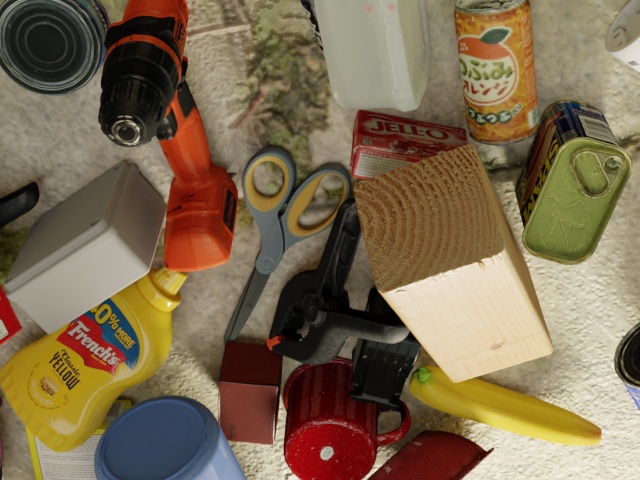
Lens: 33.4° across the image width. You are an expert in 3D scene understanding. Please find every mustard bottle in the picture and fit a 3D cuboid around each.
[{"bbox_3d":[-0.184,0.087,0.914,0.192,0.058,0.096,-44,75,14],"label":"mustard bottle"}]

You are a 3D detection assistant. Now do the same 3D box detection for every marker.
[{"bbox_3d":[0.002,-0.163,0.798,0.020,0.020,0.121,-18,117,13],"label":"marker"}]

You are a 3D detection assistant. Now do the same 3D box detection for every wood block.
[{"bbox_3d":[0.105,0.026,0.800,0.091,0.090,0.206,-19,150,12],"label":"wood block"}]

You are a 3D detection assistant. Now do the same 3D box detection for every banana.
[{"bbox_3d":[0.151,0.146,0.936,0.197,0.070,0.037,19,90,-21],"label":"banana"}]

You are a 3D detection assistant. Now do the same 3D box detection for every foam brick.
[{"bbox_3d":[-0.062,0.135,0.942,0.053,0.051,0.078,6,129,0],"label":"foam brick"}]

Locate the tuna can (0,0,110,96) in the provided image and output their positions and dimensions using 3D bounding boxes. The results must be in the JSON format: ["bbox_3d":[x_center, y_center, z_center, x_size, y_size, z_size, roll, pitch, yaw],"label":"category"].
[{"bbox_3d":[-0.204,-0.154,0.807,0.086,0.033,0.086,2,119,3],"label":"tuna can"}]

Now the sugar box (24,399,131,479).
[{"bbox_3d":[-0.219,0.232,1.017,0.093,0.048,0.176,1,123,3],"label":"sugar box"}]

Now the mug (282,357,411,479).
[{"bbox_3d":[0.022,0.164,0.942,0.117,0.081,0.093,-3,119,5],"label":"mug"}]

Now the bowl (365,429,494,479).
[{"bbox_3d":[0.078,0.220,0.952,0.055,0.161,0.162,48,115,13],"label":"bowl"}]

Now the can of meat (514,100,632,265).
[{"bbox_3d":[0.189,-0.047,0.814,0.057,0.084,0.102,15,119,-5],"label":"can of meat"}]

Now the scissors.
[{"bbox_3d":[-0.056,0.001,0.895,0.096,0.016,0.202,37,115,-14],"label":"scissors"}]

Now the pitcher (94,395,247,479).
[{"bbox_3d":[-0.121,0.256,0.942,0.145,0.149,0.243,6,134,23],"label":"pitcher"}]

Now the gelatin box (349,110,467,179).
[{"bbox_3d":[0.068,-0.068,0.816,0.089,0.073,0.030,11,118,-2],"label":"gelatin box"}]

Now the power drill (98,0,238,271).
[{"bbox_3d":[-0.108,-0.071,0.774,0.057,0.184,0.187,-6,128,7],"label":"power drill"}]

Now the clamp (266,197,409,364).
[{"bbox_3d":[0.011,0.060,0.868,0.039,0.120,0.172,1,144,-30],"label":"clamp"}]
